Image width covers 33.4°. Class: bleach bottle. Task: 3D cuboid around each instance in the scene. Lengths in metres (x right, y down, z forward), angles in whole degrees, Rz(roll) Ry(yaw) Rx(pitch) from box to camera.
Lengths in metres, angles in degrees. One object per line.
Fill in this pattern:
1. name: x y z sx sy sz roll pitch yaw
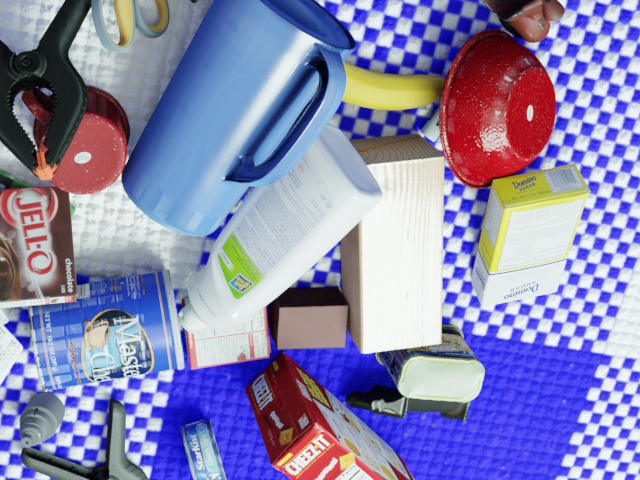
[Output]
1. bleach bottle: -0.057 0.001 1.047 0.251 0.102 0.068 -43 160 26

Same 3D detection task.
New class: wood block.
1. wood block: 0.072 0.003 1.112 0.090 0.090 0.206 -6 112 -11

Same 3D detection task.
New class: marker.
1. marker: 0.146 -0.156 1.104 0.020 0.020 0.121 32 101 -22

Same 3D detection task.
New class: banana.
1. banana: 0.037 -0.169 1.064 0.197 0.037 0.070 25 106 -20

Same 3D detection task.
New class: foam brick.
1. foam brick: -0.014 0.083 1.145 0.078 0.053 0.051 0 111 -12

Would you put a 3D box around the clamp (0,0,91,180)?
1. clamp: -0.252 -0.159 0.953 0.164 0.036 0.210 -17 77 -9

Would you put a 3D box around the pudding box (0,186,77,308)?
1. pudding box: -0.281 0.006 1.017 0.090 0.039 0.113 -5 79 -13

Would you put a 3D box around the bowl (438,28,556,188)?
1. bowl: 0.187 -0.128 1.061 0.161 0.055 0.162 -13 109 -45

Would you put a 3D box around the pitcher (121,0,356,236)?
1. pitcher: -0.080 -0.118 0.988 0.145 0.149 0.243 33 112 -7

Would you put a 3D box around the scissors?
1. scissors: -0.177 -0.272 0.980 0.096 0.016 0.202 1 89 -52

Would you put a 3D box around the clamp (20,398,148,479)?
1. clamp: -0.248 0.262 1.171 0.120 0.039 0.171 -18 114 -4

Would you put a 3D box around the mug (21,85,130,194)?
1. mug: -0.233 -0.101 1.006 0.093 0.081 0.117 -42 114 5

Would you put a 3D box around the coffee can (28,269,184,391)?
1. coffee can: -0.214 0.090 1.075 0.140 0.103 0.103 -9 113 -9

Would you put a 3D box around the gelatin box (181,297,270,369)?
1. gelatin box: -0.100 0.094 1.142 0.089 0.030 0.073 -8 111 -9

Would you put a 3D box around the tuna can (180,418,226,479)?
1. tuna can: -0.126 0.239 1.163 0.033 0.086 0.086 -15 114 -8

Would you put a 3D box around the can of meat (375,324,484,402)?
1. can of meat: 0.122 0.134 1.178 0.102 0.084 0.057 6 110 -15

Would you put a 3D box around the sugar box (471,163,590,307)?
1. sugar box: 0.217 -0.002 1.125 0.093 0.048 0.176 -10 146 -10

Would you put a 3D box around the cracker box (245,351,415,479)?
1. cracker box: 0.023 0.239 1.154 0.072 0.164 0.213 -45 114 4
